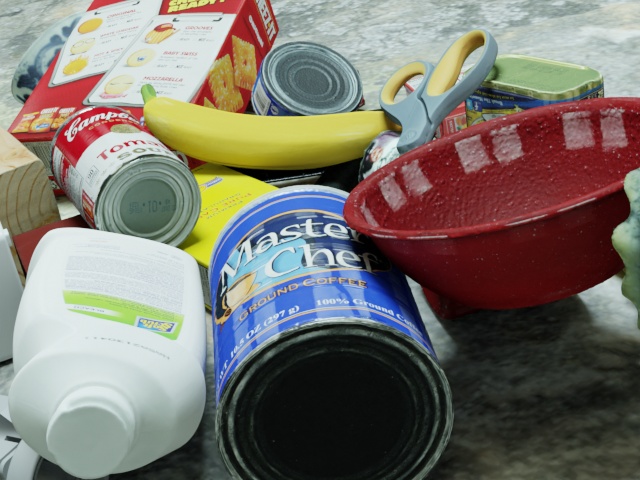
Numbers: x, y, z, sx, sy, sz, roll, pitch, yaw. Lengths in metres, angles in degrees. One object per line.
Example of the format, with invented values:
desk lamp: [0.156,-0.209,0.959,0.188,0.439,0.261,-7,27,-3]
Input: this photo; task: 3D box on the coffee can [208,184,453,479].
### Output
coffee can: [-0.001,0.047,0.511,0.103,0.103,0.140,-11,27,-1]

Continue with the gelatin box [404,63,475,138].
gelatin box: [0.116,-0.113,0.864,0.073,0.030,0.089,-16,27,-8]

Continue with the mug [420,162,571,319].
mug: [0.096,0.001,0.587,0.081,0.093,0.117,-18,34,-5]

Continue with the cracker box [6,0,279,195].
cracker box: [-0.141,-0.132,0.892,0.164,0.072,0.213,-2,44,21]

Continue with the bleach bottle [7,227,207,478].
bleach bottle: [-0.104,0.049,0.501,0.102,0.068,0.251,9,9,-8]

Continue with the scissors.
scissors: [0.049,-0.065,0.689,0.096,0.016,0.201,-2,45,51]

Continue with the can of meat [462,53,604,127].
can of meat: [0.144,-0.074,0.716,0.057,0.084,0.102,-28,31,-30]

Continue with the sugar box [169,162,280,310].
sugar box: [-0.054,0.000,0.687,0.093,0.048,0.176,-29,30,-30]

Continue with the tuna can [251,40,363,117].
tuna can: [-0.010,-0.118,0.852,0.086,0.034,0.086,9,53,-12]

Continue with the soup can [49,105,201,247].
soup can: [-0.123,-0.038,0.667,0.068,0.068,0.102,-21,31,-20]

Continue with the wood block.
wood block: [-0.263,-0.031,0.779,0.090,0.090,0.206,-23,30,-23]

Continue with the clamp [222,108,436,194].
clamp: [0.010,-0.063,0.794,0.171,0.039,0.120,-31,43,-34]

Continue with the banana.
banana: [-0.043,-0.078,0.744,0.198,0.037,0.069,10,53,8]

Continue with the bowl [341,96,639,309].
bowl: [0.094,-0.013,0.493,0.162,0.055,0.162,-17,18,6]

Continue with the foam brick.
foam brick: [-0.157,0.024,0.671,0.051,0.053,0.078,-19,28,-16]
